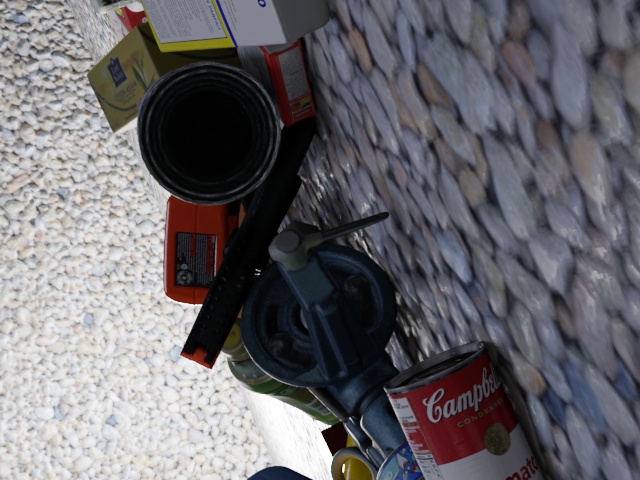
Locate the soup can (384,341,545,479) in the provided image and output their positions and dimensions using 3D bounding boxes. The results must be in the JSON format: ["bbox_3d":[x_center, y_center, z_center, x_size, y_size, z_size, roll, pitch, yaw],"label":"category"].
[{"bbox_3d":[0.090,0.122,0.654,0.102,0.068,0.068,66,169,-1],"label":"soup can"}]

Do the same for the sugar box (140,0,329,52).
[{"bbox_3d":[-0.069,-0.178,0.717,0.177,0.048,0.093,10,126,53],"label":"sugar box"}]

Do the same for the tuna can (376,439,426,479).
[{"bbox_3d":[0.082,0.164,0.732,0.086,0.086,0.034,78,166,-47],"label":"tuna can"}]

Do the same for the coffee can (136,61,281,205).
[{"bbox_3d":[-0.090,-0.085,0.822,0.140,0.102,0.103,-140,28,-78],"label":"coffee can"}]

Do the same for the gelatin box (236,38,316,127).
[{"bbox_3d":[-0.038,-0.141,0.807,0.089,0.030,0.073,56,167,40],"label":"gelatin box"}]

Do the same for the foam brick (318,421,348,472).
[{"bbox_3d":[0.043,0.193,0.998,0.053,0.078,0.051,88,157,-63],"label":"foam brick"}]

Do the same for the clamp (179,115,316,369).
[{"bbox_3d":[-0.056,0.001,0.861,0.036,0.210,0.165,24,158,2],"label":"clamp"}]

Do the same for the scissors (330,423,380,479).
[{"bbox_3d":[0.073,0.214,0.867,0.202,0.016,0.096,50,120,33],"label":"scissors"}]

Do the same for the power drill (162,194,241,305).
[{"bbox_3d":[-0.104,-0.032,0.993,0.187,0.057,0.184,-83,-5,-73],"label":"power drill"}]
